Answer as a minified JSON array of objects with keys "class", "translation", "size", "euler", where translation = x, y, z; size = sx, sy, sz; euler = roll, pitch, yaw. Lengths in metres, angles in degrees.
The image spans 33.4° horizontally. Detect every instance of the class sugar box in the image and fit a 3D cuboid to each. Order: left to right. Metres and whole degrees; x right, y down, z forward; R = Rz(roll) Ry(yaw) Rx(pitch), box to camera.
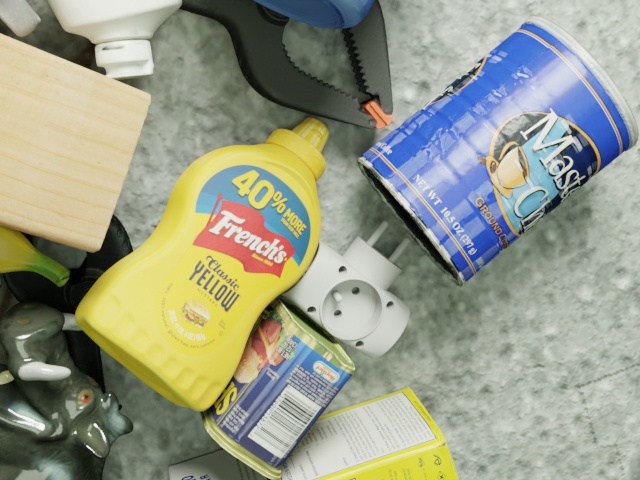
[{"class":"sugar box","translation":[-0.007,0.155,0.693],"size":[0.176,0.093,0.048],"euler":[-19,106,-6]}]

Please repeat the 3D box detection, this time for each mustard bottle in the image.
[{"class":"mustard bottle","translation":[-0.054,0.001,0.646],"size":[0.096,0.058,0.191],"euler":[43,70,-20]}]

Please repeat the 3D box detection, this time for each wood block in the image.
[{"class":"wood block","translation":[-0.204,-0.069,0.534],"size":[0.205,0.091,0.090],"euler":[19,90,-35]}]

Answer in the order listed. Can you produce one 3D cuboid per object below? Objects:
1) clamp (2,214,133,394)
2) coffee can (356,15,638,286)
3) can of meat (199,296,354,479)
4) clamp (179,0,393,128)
[{"class":"clamp","translation":[-0.147,0.039,0.666],"size":[0.171,0.039,0.120],"euler":[44,89,-18]},{"class":"coffee can","translation":[0.108,-0.055,0.661],"size":[0.140,0.103,0.102],"euler":[-39,108,0]},{"class":"can of meat","translation":[-0.029,0.088,0.669],"size":[0.057,0.102,0.084],"euler":[38,92,-17]},{"class":"clamp","translation":[-0.021,-0.157,0.644],"size":[0.210,0.036,0.164],"euler":[42,93,-14]}]
